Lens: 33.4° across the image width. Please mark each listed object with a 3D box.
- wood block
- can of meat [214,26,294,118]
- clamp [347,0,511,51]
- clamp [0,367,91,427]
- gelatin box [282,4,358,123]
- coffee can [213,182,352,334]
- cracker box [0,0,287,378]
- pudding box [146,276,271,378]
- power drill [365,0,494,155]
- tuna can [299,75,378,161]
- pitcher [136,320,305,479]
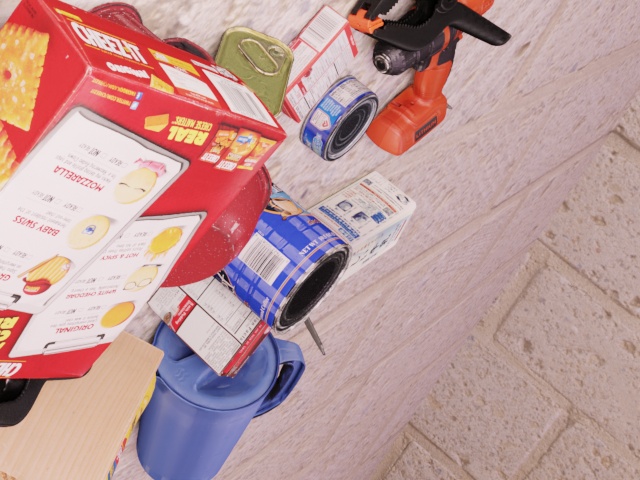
[{"bbox_3d":[-0.208,0.156,0.851,0.090,0.090,0.206,-58,-172,28],"label":"wood block"},{"bbox_3d":[-0.064,-0.099,0.815,0.102,0.057,0.084,-80,-167,-46],"label":"can of meat"},{"bbox_3d":[0.113,-0.227,1.007,0.209,0.036,0.164,-35,130,-27],"label":"clamp"},{"bbox_3d":[-0.210,0.068,0.759,0.171,0.039,0.120,-51,136,-70],"label":"clamp"},{"bbox_3d":[-0.009,-0.154,0.940,0.089,0.030,0.073,-49,165,-3],"label":"gelatin box"},{"bbox_3d":[-0.056,0.001,0.958,0.102,0.140,0.103,-45,163,-18],"label":"coffee can"},{"bbox_3d":[-0.145,-0.017,0.588,0.214,0.072,0.163,-47,153,19],"label":"cracker box"},{"bbox_3d":[-0.100,0.063,1.028,0.090,0.114,0.039,-52,159,6],"label":"pudding box"},{"bbox_3d":[0.104,-0.178,1.133,0.184,0.057,0.188,-39,161,-33],"label":"power drill"},{"bbox_3d":[0.020,-0.122,1.078,0.086,0.034,0.086,-45,163,-18],"label":"tuna can"},{"bbox_3d":[-0.126,0.181,1.186,0.144,0.149,0.243,-54,173,-38],"label":"pitcher"}]
